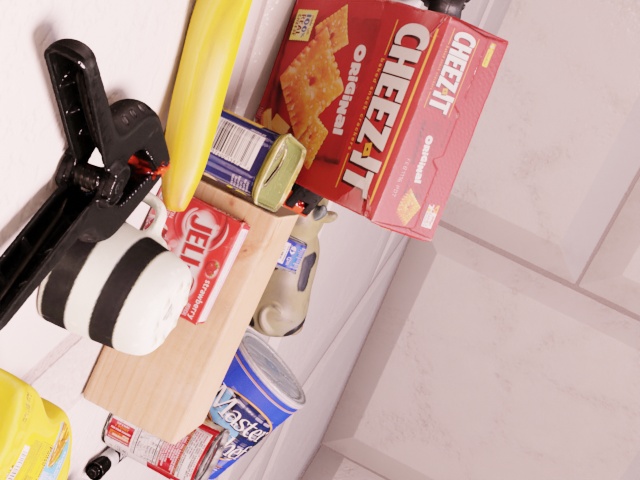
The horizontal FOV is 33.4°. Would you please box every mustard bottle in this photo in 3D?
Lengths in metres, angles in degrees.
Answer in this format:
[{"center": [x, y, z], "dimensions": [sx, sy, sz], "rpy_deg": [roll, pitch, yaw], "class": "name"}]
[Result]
[{"center": [-0.205, 0.145, 0.695], "dimensions": [0.096, 0.058, 0.191], "rpy_deg": [-62, 171, -16], "class": "mustard bottle"}]

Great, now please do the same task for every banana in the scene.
[{"center": [-0.079, -0.114, 0.722], "dimensions": [0.069, 0.037, 0.198], "rpy_deg": [-82, -170, -55], "class": "banana"}]

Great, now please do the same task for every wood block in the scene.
[{"center": [-0.108, 0.053, 0.900], "dimensions": [0.206, 0.090, 0.090], "rpy_deg": [-65, 171, 7], "class": "wood block"}]

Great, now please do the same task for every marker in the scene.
[{"center": [-0.198, 0.207, 1.047], "dimensions": [0.020, 0.020, 0.121], "rpy_deg": [-66, 171, 14], "class": "marker"}]

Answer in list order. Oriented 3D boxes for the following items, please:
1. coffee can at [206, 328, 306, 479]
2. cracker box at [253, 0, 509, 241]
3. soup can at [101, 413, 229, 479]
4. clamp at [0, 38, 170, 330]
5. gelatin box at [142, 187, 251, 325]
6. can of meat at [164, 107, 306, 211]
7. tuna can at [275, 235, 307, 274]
[{"center": [-0.100, 0.172, 1.092], "dimensions": [0.140, 0.103, 0.102], "rpy_deg": [-41, 174, 8], "class": "coffee can"}, {"center": [0.034, -0.113, 0.870], "dimensions": [0.072, 0.214, 0.164], "rpy_deg": [15, 100, -35], "class": "cracker box"}, {"center": [-0.146, 0.186, 1.012], "dimensions": [0.068, 0.102, 0.068], "rpy_deg": [-61, 171, -17], "class": "soup can"}, {"center": [-0.141, -0.029, 0.634], "dimensions": [0.210, 0.036, 0.164], "rpy_deg": [-18, 132, -81], "class": "clamp"}, {"center": [-0.107, 0.011, 0.833], "dimensions": [0.089, 0.073, 0.030], "rpy_deg": [-64, 171, 2], "class": "gelatin box"}, {"center": [-0.065, -0.068, 0.815], "dimensions": [0.057, 0.084, 0.102], "rpy_deg": [-64, 171, 1], "class": "can of meat"}, {"center": [-0.057, 0.001, 1.059], "dimensions": [0.034, 0.086, 0.086], "rpy_deg": [-66, 171, 1], "class": "tuna can"}]
